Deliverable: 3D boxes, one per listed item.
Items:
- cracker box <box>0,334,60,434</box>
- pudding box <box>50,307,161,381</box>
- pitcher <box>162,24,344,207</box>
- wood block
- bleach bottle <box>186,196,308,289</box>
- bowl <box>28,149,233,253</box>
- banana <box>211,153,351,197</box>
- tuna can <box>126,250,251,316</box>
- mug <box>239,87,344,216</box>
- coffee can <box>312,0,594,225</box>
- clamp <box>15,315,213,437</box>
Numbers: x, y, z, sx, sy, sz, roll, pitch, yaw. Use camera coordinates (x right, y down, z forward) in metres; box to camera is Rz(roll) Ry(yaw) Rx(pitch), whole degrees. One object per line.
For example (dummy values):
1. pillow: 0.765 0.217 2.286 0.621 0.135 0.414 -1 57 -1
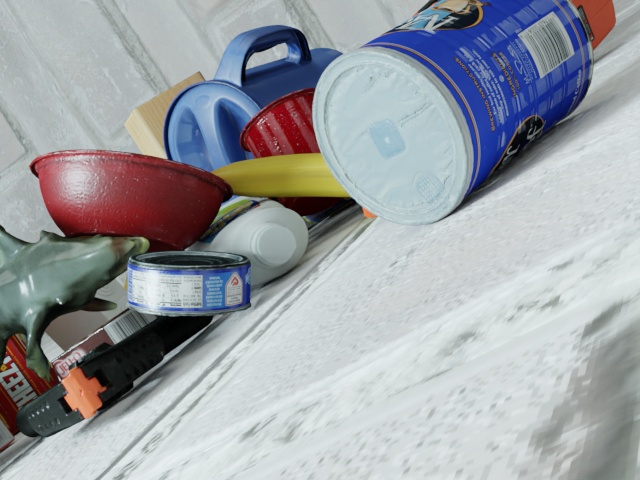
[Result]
1. cracker box: -0.320 0.097 1.017 0.072 0.164 0.214 -36 5 -13
2. pudding box: -0.171 0.082 0.944 0.114 0.039 0.090 -31 4 18
3. pitcher: -0.043 -0.138 1.121 0.149 0.145 0.242 -33 2 36
4. wood block: -0.123 -0.073 1.205 0.090 0.206 0.090 -34 5 -17
5. bleach bottle: -0.056 0.001 0.888 0.102 0.068 0.251 -34 7 -13
6. bowl: -0.152 -0.023 0.847 0.162 0.055 0.162 5 -12 1
7. banana: 0.000 -0.052 0.850 0.198 0.037 0.069 3 6 37
8. tuna can: -0.090 0.028 0.734 0.086 0.034 0.086 1 6 0
9. mug: -0.019 -0.068 0.954 0.093 0.081 0.117 -13 -24 -41
10. coffee can: 0.078 -0.085 0.613 0.140 0.103 0.103 -36 6 -39
11. clamp: -0.135 0.084 0.703 0.164 0.036 0.210 -34 1 -12
